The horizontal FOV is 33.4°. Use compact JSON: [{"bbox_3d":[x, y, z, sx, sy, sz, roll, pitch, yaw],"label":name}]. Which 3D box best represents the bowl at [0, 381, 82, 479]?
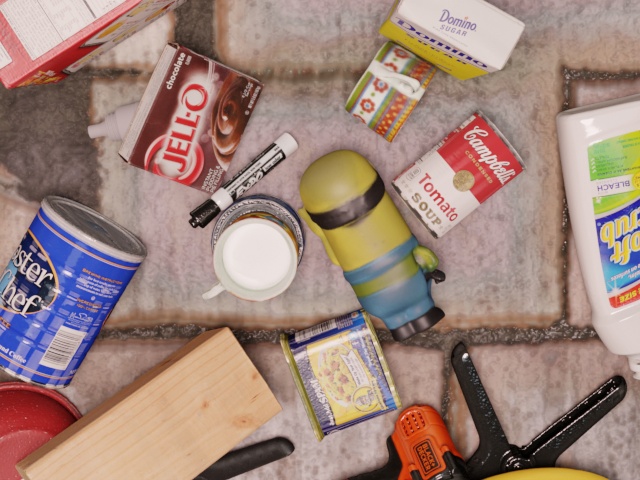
[{"bbox_3d":[-0.272,0.210,0.957,0.161,0.055,0.162,-1,92,-30],"label":"bowl"}]

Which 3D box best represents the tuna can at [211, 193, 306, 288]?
[{"bbox_3d":[-0.056,0.001,0.973,0.086,0.034,0.086,0,98,1],"label":"tuna can"}]

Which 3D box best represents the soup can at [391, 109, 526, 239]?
[{"bbox_3d":[0.121,-0.058,0.945,0.102,0.068,0.068,-39,96,7],"label":"soup can"}]

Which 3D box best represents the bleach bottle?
[{"bbox_3d":[0.280,0.000,0.954,0.102,0.068,0.251,-13,100,3],"label":"bleach bottle"}]

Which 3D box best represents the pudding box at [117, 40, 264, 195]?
[{"bbox_3d":[-0.114,-0.106,0.939,0.089,0.039,0.113,19,97,-34],"label":"pudding box"}]

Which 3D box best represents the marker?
[{"bbox_3d":[-0.070,-0.052,0.953,0.121,0.020,0.020,-42,96,-14],"label":"marker"}]

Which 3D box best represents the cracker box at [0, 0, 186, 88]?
[{"bbox_3d":[-0.169,-0.210,0.881,0.214,0.164,0.072,-32,98,5],"label":"cracker box"}]

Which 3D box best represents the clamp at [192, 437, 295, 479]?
[{"bbox_3d":[-0.112,0.242,1.005,0.171,0.039,0.120,2,93,-2],"label":"clamp"}]

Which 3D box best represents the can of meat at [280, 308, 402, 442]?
[{"bbox_3d":[0.020,0.121,0.977,0.084,0.057,0.102,-20,97,2],"label":"can of meat"}]

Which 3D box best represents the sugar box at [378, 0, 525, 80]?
[{"bbox_3d":[0.102,-0.172,0.874,0.093,0.176,0.048,28,97,-3],"label":"sugar box"}]

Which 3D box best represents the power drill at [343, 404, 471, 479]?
[{"bbox_3d":[0.055,0.255,0.945,0.188,0.184,0.057,-30,130,7],"label":"power drill"}]

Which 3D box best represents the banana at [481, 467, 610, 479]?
[{"bbox_3d":[0.196,0.237,0.962,0.198,0.037,0.069,2,102,3],"label":"banana"}]

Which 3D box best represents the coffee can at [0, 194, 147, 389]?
[{"bbox_3d":[-0.233,0.045,0.948,0.103,0.103,0.140,31,97,-3],"label":"coffee can"}]

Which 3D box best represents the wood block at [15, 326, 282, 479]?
[{"bbox_3d":[-0.149,0.171,0.927,0.205,0.091,0.090,-35,95,-21],"label":"wood block"}]

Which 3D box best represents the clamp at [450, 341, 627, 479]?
[{"bbox_3d":[0.173,0.198,0.994,0.164,0.036,0.210,19,100,-3],"label":"clamp"}]
